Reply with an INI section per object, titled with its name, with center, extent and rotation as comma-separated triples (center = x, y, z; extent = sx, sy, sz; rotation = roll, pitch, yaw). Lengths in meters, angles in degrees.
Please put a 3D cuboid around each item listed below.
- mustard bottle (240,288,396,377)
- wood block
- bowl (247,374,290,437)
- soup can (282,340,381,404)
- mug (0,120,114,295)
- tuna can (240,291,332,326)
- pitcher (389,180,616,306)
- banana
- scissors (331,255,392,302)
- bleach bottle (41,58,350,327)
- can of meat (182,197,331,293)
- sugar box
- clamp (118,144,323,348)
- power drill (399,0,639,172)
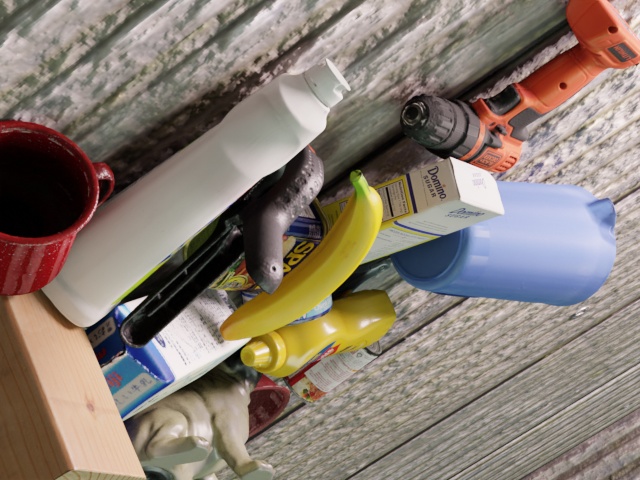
[mustard bottle]
center = -0.011, 0.095, 1.056
extent = 0.096, 0.058, 0.191
rotation = -28, 170, 36
[wood block]
center = -0.214, 0.093, 0.740
extent = 0.090, 0.206, 0.090
rotation = -35, 154, 11
[bowl]
center = -0.117, 0.185, 1.198
extent = 0.162, 0.055, 0.162
rotation = -23, 155, -12
[soup can]
center = 0.010, 0.130, 1.214
extent = 0.102, 0.068, 0.068
rotation = -38, 154, 17
[mug]
center = -0.189, -0.021, 0.698
extent = 0.117, 0.093, 0.082
rotation = -25, 162, -36
[tuna can]
center = -0.032, 0.052, 1.002
extent = 0.086, 0.034, 0.086
rotation = -7, -167, 1
[pitcher]
center = 0.176, 0.005, 1.088
extent = 0.242, 0.145, 0.149
rotation = 4, 104, -44
[banana]
center = -0.006, 0.019, 0.890
extent = 0.069, 0.037, 0.198
rotation = 23, 119, -32
[scissors]
center = 0.050, 0.024, 1.114
extent = 0.202, 0.016, 0.096
rotation = -33, 155, 9
[bleach bottle]
center = -0.087, -0.042, 0.765
extent = 0.251, 0.068, 0.102
rotation = -36, -172, 13
[can of meat]
center = -0.056, 0.001, 0.913
extent = 0.083, 0.057, 0.102
rotation = 8, 136, -48
[sugar box]
center = 0.064, -0.021, 0.952
extent = 0.176, 0.048, 0.093
rotation = -23, 162, 28
[clamp]
center = -0.046, -0.010, 0.780
extent = 0.165, 0.036, 0.209
rotation = -18, -152, 48
[power drill]
center = 0.170, -0.132, 0.898
extent = 0.188, 0.057, 0.184
rotation = -37, 158, 24
